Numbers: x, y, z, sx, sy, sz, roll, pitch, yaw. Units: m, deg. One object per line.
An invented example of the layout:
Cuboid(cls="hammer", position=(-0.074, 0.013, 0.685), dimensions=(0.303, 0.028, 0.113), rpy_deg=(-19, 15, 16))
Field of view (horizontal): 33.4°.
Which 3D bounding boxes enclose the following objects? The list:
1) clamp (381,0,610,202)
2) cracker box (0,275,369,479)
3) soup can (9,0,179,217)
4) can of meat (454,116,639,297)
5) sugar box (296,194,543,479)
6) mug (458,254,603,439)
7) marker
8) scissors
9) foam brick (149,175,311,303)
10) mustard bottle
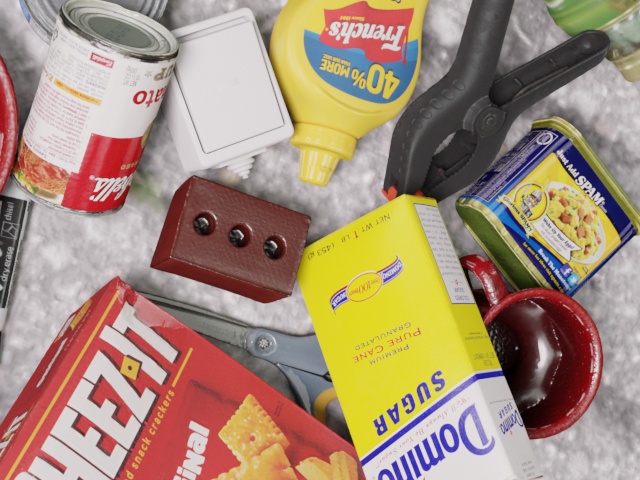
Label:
Cuboid(cls="clamp", position=(0.107, -0.086, 0.673), dimensions=(0.120, 0.039, 0.172), rpy_deg=(16, 119, -33))
Cuboid(cls="cracker box", position=(-0.074, 0.147, 0.592), dimensions=(0.213, 0.072, 0.164), rpy_deg=(38, 45, -15))
Cuboid(cls="soup can", position=(-0.125, -0.073, 0.589), dimensions=(0.068, 0.068, 0.102), rpy_deg=(17, 117, -17))
Cuboid(cls="can of meat", position=(0.150, -0.016, 0.706), dimensions=(0.084, 0.057, 0.102), rpy_deg=(-43, 103, -10))
Cuboid(cls="sugar box", position=(0.053, 0.072, 0.629), dimensions=(0.048, 0.093, 0.176), rpy_deg=(8, 58, -55))
Cuboid(cls="mug", position=(0.114, 0.063, 0.683), dimensions=(0.093, 0.082, 0.117), rpy_deg=(-29, 100, -15))
Cuboid(cls="marker", position=(-0.187, 0.020, 0.620), dimensions=(0.020, 0.020, 0.121), rpy_deg=(12, 88, -18))
Cuboid(cls="scissors", position=(-0.032, 0.084, 0.671), dimensions=(0.201, 0.016, 0.096), rpy_deg=(5, 88, -18))
Cuboid(cls="foam brick", position=(-0.054, 0.001, 0.639), dimensions=(0.078, 0.051, 0.053), rpy_deg=(18, 76, -16))
Cuboid(cls="mustard bottle", position=(0.019, -0.127, 0.660), dimensions=(0.096, 0.058, 0.191), rpy_deg=(16, 87, -28))
